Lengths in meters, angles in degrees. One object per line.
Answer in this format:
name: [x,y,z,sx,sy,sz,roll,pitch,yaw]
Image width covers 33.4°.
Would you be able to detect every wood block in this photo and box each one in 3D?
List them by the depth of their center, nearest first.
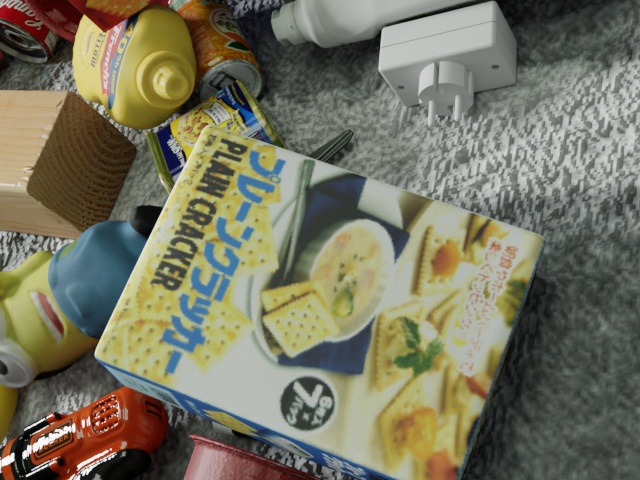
wood block: [-0.267,-0.065,0.878,0.206,0.090,0.090,6,67,33]

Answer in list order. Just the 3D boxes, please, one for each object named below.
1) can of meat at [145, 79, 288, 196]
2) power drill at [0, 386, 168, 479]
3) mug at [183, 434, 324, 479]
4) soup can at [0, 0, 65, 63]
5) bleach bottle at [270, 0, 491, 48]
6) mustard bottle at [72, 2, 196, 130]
can of meat: [-0.072,-0.064,0.769,0.084,0.057,0.102,-33,34,3]
power drill: [-0.170,0.203,0.680,0.185,0.057,0.188,-30,52,20]
mug: [-0.051,0.166,0.619,0.117,0.093,0.081,-10,57,63]
soup can: [-0.260,-0.224,0.982,0.069,0.068,0.102,10,68,35]
bleach bottle: [0.077,-0.184,0.739,0.251,0.102,0.068,-13,94,25]
mustard bottle: [-0.140,-0.137,0.823,0.192,0.058,0.096,36,109,58]
